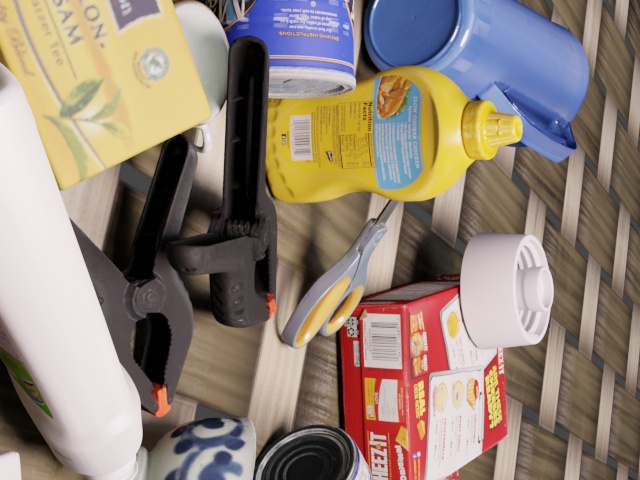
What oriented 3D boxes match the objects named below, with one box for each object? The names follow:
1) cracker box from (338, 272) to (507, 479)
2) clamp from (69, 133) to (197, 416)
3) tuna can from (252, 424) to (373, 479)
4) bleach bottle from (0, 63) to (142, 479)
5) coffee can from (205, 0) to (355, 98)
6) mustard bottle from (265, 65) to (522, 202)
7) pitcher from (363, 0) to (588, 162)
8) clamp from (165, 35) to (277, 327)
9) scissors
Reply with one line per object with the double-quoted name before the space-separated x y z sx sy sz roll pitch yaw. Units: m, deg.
"cracker box" 0.097 0.122 0.962 0.213 0.072 0.164 -11 99 -59
"clamp" -0.107 0.021 0.641 0.120 0.039 0.171 -31 125 -32
"tuna can" -0.007 0.176 0.777 0.086 0.086 0.033 -59 136 -40
"bleach bottle" -0.149 0.030 0.547 0.068 0.103 0.251 -31 128 -23
"coffee can" -0.027 -0.172 0.722 0.102 0.103 0.140 -1 91 -59
"mustard bottle" 0.051 -0.076 0.766 0.058 0.192 0.096 -5 95 -58
"pitcher" 0.150 -0.164 0.986 0.242 0.149 0.145 11 92 -55
"clamp" -0.054 0.001 0.674 0.210 0.036 0.164 87 14 -50
"scissors" 0.041 0.004 0.832 0.202 0.016 0.096 -51 159 -1
